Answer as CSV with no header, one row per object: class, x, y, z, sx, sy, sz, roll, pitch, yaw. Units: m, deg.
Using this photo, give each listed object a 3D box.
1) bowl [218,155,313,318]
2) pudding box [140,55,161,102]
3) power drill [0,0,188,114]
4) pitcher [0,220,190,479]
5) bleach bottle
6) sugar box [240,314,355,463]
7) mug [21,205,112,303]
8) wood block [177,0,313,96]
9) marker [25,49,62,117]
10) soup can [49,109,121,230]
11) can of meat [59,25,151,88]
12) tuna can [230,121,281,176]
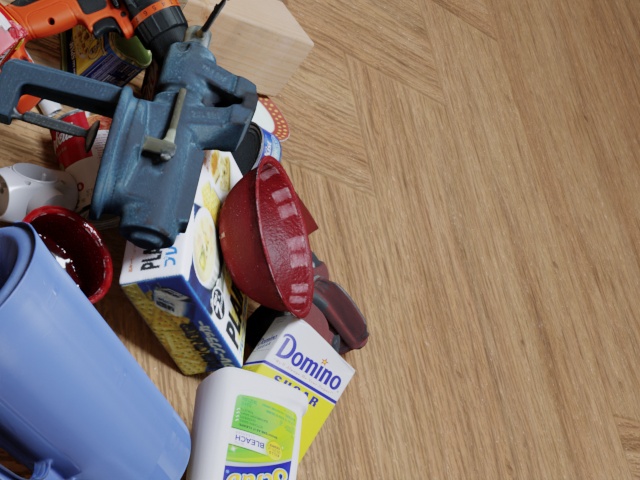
bowl,-0.057,0.001,1.037,0.162,0.055,0.162,-12,90,-77
pudding box,-0.161,-0.155,1.127,0.039,0.114,0.090,-4,64,-22
power drill,-0.224,-0.195,1.023,0.184,0.187,0.057,60,-8,5
pitcher,-0.206,0.118,0.809,0.149,0.145,0.242,-42,126,-12
bleach bottle,-0.065,0.234,0.882,0.102,0.068,0.251,25,46,-28
sugar box,-0.047,0.166,1.028,0.093,0.048,0.176,45,62,-19
mug,-0.235,0.040,0.909,0.093,0.082,0.117,-4,68,-53
wood block,-0.120,-0.247,1.252,0.205,0.090,0.091,8,40,-48
marker,-0.295,-0.177,1.056,0.121,0.020,0.020,59,34,0
soup can,-0.216,-0.068,1.028,0.068,0.069,0.102,5,62,-50
can of meat,-0.223,-0.202,1.109,0.057,0.084,0.102,20,50,-43
tuna can,-0.084,-0.089,1.196,0.033,0.086,0.086,29,44,-39
